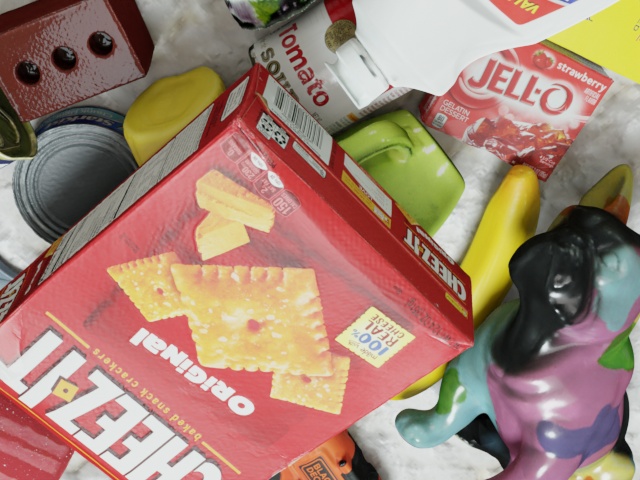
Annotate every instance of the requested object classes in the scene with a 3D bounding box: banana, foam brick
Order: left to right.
[{"bbox_3d":[-0.139,-0.109,0.594,0.078,0.051,0.053,-20,117,8],"label":"foam brick"},{"bbox_3d":[0.089,0.037,0.677,0.037,0.069,0.198,43,113,24],"label":"banana"}]

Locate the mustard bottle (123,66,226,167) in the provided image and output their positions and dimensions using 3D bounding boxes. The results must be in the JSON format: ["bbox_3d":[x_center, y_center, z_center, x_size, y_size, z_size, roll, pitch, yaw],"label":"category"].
[{"bbox_3d":[-0.055,0.001,0.630,0.058,0.096,0.191,-16,118,7],"label":"mustard bottle"}]

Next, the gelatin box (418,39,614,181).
[{"bbox_3d":[0.113,-0.086,0.627,0.089,0.030,0.073,24,114,-14],"label":"gelatin box"}]

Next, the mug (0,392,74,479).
[{"bbox_3d":[-0.214,0.127,0.704,0.081,0.093,0.117,32,143,-23],"label":"mug"}]

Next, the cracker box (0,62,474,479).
[{"bbox_3d":[-0.053,0.041,0.554,0.214,0.072,0.164,-37,110,24],"label":"cracker box"}]

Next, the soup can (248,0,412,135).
[{"bbox_3d":[0.020,-0.105,0.592,0.102,0.068,0.068,-29,115,12],"label":"soup can"}]

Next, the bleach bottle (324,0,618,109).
[{"bbox_3d":[0.115,-0.144,0.518,0.251,0.068,0.102,-37,117,5],"label":"bleach bottle"}]

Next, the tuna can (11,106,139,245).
[{"bbox_3d":[-0.139,-0.036,0.642,0.086,0.034,0.086,-1,118,-2],"label":"tuna can"}]
